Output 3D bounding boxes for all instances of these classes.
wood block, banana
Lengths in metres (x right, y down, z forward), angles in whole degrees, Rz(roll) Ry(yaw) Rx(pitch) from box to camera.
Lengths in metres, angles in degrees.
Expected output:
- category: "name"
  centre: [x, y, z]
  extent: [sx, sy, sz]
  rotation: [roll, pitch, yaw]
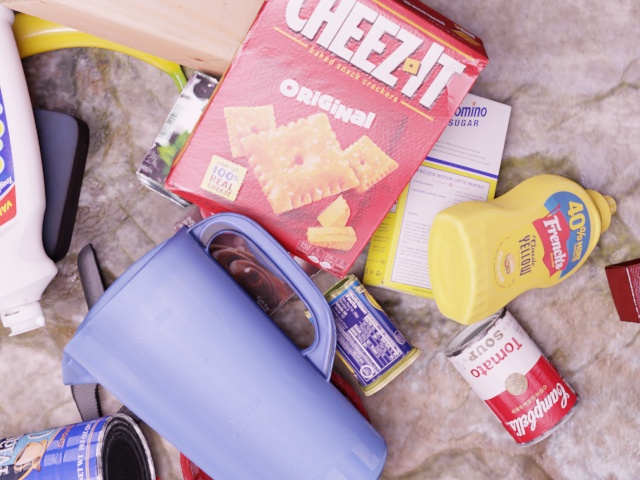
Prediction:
- category: "wood block"
  centre: [-0.130, -0.197, 0.831]
  extent: [0.205, 0.091, 0.090]
  rotation: [12, 89, -43]
- category: "banana"
  centre: [-0.206, -0.168, 0.906]
  extent: [0.197, 0.037, 0.069]
  rotation: [5, 88, -4]

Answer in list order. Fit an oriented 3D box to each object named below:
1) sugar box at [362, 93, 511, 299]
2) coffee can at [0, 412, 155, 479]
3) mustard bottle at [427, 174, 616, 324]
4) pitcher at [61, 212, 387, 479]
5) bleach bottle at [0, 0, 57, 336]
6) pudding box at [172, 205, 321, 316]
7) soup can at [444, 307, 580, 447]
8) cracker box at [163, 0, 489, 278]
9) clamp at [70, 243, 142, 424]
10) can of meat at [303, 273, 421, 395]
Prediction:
- category: "sugar box"
  centre: [0.099, -0.039, 0.909]
  extent: [0.093, 0.048, 0.176]
  rotation: [13, 85, -26]
- category: "coffee can"
  centre: [-0.215, 0.201, 0.849]
  extent: [0.140, 0.102, 0.103]
  rotation: [-14, 90, 12]
- category: "mustard bottle"
  centre: [0.178, -0.004, 0.896]
  extent: [0.191, 0.058, 0.096]
  rotation: [-20, 115, -31]
- category: "pitcher"
  centre: [-0.060, 0.106, 0.811]
  extent: [0.243, 0.149, 0.144]
  rotation: [44, 44, -6]
- category: "bleach bottle"
  centre: [-0.252, -0.053, 0.816]
  extent: [0.102, 0.068, 0.251]
  rotation: [-17, 90, -6]
- category: "pudding box"
  centre: [-0.056, 0.001, 0.912]
  extent: [0.090, 0.039, 0.113]
  rotation: [-41, 92, -5]
- category: "soup can"
  centre: [0.163, 0.115, 0.910]
  extent: [0.068, 0.068, 0.102]
  rotation: [-39, 91, -4]
- category: "cracker box"
  centre: [0.002, -0.097, 0.818]
  extent: [0.164, 0.072, 0.214]
  rotation: [28, 112, -12]
- category: "clamp"
  centre: [-0.173, 0.088, 0.903]
  extent: [0.120, 0.039, 0.171]
  rotation: [25, 88, -2]
- category: "can of meat"
  centre: [0.032, 0.076, 0.886]
  extent: [0.057, 0.102, 0.084]
  rotation: [-39, 90, -3]
